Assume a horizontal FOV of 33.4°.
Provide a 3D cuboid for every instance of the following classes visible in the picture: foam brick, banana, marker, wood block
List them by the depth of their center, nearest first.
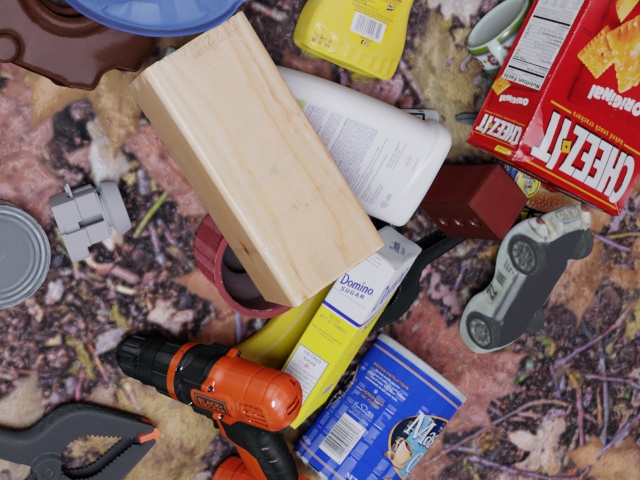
[{"bbox_3d":[-0.051,-0.059,0.827,0.090,0.091,0.206,-35,101,-15],"label":"wood block"},{"bbox_3d":[-0.038,0.072,0.977,0.197,0.037,0.069,-42,118,-10],"label":"banana"},{"bbox_3d":[0.140,-0.036,0.979,0.053,0.078,0.051,45,70,-25],"label":"foam brick"},{"bbox_3d":[0.053,-0.113,0.982,0.120,0.020,0.020,-1,103,-25],"label":"marker"}]

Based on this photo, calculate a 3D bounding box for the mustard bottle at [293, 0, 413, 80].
[{"bbox_3d":[0.051,-0.243,0.926,0.096,0.058,0.192,18,95,-28],"label":"mustard bottle"}]

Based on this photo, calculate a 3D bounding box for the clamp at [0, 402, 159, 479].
[{"bbox_3d":[-0.243,0.186,0.912,0.209,0.036,0.164,-23,112,-19],"label":"clamp"}]

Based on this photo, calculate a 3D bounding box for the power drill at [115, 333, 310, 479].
[{"bbox_3d":[-0.084,0.166,0.930,0.057,0.185,0.187,-50,139,-35],"label":"power drill"}]

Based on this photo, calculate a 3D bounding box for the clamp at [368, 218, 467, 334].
[{"bbox_3d":[0.066,0.009,1.009,0.120,0.039,0.171,43,77,-20],"label":"clamp"}]

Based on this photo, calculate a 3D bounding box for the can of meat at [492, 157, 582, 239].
[{"bbox_3d":[0.212,-0.042,1.052,0.101,0.058,0.084,4,98,-26],"label":"can of meat"}]

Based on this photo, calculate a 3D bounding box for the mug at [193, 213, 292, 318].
[{"bbox_3d":[-0.056,0.001,0.925,0.093,0.082,0.117,21,94,-27],"label":"mug"}]

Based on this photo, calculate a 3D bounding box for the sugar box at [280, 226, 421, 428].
[{"bbox_3d":[0.020,0.075,0.942,0.048,0.093,0.176,37,109,9],"label":"sugar box"}]

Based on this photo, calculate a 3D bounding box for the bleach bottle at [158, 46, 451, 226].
[{"bbox_3d":[-0.019,-0.105,0.913,0.250,0.068,0.103,24,104,-17],"label":"bleach bottle"}]

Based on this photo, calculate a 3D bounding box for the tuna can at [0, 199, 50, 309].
[{"bbox_3d":[-0.264,0.010,0.860,0.086,0.034,0.086,-6,105,-23],"label":"tuna can"}]

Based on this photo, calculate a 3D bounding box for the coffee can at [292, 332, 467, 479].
[{"bbox_3d":[0.056,0.173,1.008,0.102,0.103,0.140,40,85,-27],"label":"coffee can"}]

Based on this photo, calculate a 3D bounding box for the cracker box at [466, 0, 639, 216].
[{"bbox_3d":[0.248,-0.148,0.950,0.164,0.072,0.214,21,97,-37],"label":"cracker box"}]
